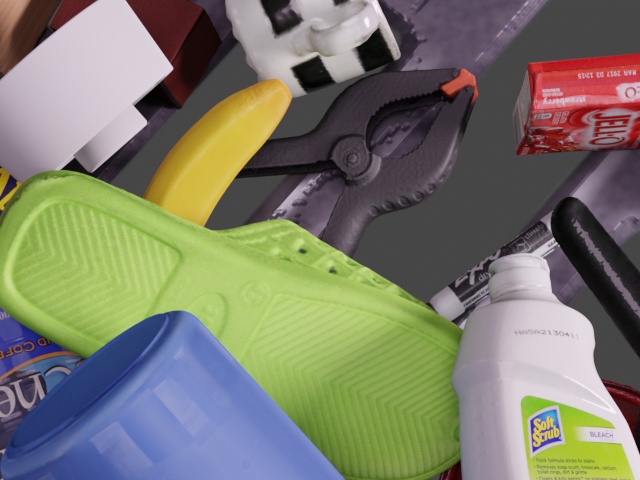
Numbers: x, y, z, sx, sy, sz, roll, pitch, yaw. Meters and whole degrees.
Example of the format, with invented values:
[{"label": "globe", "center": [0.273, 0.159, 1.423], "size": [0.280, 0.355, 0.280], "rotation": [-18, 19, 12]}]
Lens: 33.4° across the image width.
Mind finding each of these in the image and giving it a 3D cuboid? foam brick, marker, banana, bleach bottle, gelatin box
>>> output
[{"label": "foam brick", "center": [-0.108, -0.122, 0.627], "size": [0.078, 0.051, 0.053], "rotation": [29, 84, 10]}, {"label": "marker", "center": [0.091, 0.022, 0.599], "size": [0.121, 0.020, 0.020], "rotation": [-35, 79, -1]}, {"label": "banana", "center": [-0.073, 0.000, 0.594], "size": [0.069, 0.037, 0.198], "rotation": [14, 100, -6]}, {"label": "bleach bottle", "center": [0.116, 0.126, 0.490], "size": [0.102, 0.068, 0.251], "rotation": [8, 62, -25]}, {"label": "gelatin box", "center": [0.145, -0.071, 0.575], "size": [0.073, 0.089, 0.030], "rotation": [-3, 79, 4]}]

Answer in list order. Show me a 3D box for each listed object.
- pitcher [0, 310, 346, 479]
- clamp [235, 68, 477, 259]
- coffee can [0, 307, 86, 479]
[{"label": "pitcher", "center": [-0.033, 0.159, 0.479], "size": [0.145, 0.149, 0.243], "rotation": [-39, 102, -5]}, {"label": "clamp", "center": [0.010, -0.047, 0.610], "size": [0.171, 0.039, 0.120], "rotation": [-44, 84, -1]}, {"label": "coffee can", "center": [-0.154, 0.101, 0.564], "size": [0.103, 0.103, 0.140], "rotation": [-23, 78, 1]}]
